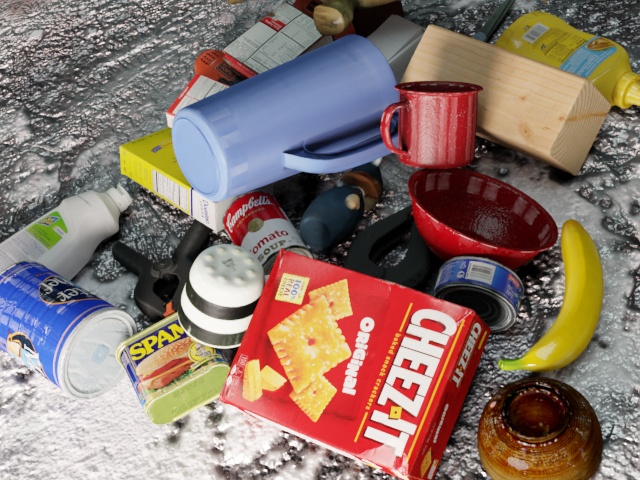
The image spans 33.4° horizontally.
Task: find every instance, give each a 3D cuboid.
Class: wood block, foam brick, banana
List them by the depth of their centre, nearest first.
[{"bbox_3d":[0.240,0.060,1.039,0.069,0.037,0.197,30,56,4],"label":"banana"},{"bbox_3d":[0.202,-0.159,1.191,0.206,0.090,0.090,28,93,34],"label":"wood block"},{"bbox_3d":[0.062,-0.305,1.403,0.078,0.051,0.053,-36,51,-14],"label":"foam brick"}]

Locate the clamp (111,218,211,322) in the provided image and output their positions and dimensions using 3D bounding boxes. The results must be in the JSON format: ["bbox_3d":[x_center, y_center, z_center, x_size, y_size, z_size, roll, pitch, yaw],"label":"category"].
[{"bbox_3d":[-0.162,0.032,1.186,0.120,0.039,0.171,-29,41,-3],"label":"clamp"}]

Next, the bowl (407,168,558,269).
[{"bbox_3d":[0.158,-0.013,1.095,0.162,0.055,0.162,14,29,-8],"label":"bowl"}]

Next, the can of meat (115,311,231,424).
[{"bbox_3d":[-0.147,0.130,1.093,0.102,0.057,0.084,-28,51,-8],"label":"can of meat"}]

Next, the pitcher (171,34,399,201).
[{"bbox_3d":[-0.032,-0.128,1.183,0.242,0.145,0.149,-26,4,-29],"label":"pitcher"}]

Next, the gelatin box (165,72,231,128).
[{"bbox_3d":[-0.129,-0.153,1.279,0.089,0.030,0.073,24,60,13],"label":"gelatin box"}]

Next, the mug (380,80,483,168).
[{"bbox_3d":[0.114,-0.121,1.124,0.117,0.081,0.093,-11,19,-33],"label":"mug"}]

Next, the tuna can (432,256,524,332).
[{"bbox_3d":[0.154,0.054,1.046,0.086,0.086,0.033,6,54,21],"label":"tuna can"}]

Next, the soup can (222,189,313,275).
[{"bbox_3d":[-0.058,0.001,1.167,0.068,0.068,0.102,-28,49,-8],"label":"soup can"}]

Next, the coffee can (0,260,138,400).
[{"bbox_3d":[-0.278,0.093,1.131,0.140,0.103,0.102,24,61,32],"label":"coffee can"}]

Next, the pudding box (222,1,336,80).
[{"bbox_3d":[-0.050,-0.235,1.314,0.113,0.039,0.090,-43,58,-16],"label":"pudding box"}]

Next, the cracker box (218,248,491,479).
[{"bbox_3d":[0.029,0.116,1.010,0.214,0.072,0.164,17,77,29],"label":"cracker box"}]

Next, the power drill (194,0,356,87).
[{"bbox_3d":[-0.045,-0.228,1.366,0.187,0.057,0.185,-37,54,-17],"label":"power drill"}]

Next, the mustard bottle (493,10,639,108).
[{"bbox_3d":[0.298,-0.200,1.237,0.096,0.058,0.192,-40,51,-21],"label":"mustard bottle"}]

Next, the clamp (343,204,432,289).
[{"bbox_3d":[0.060,0.050,1.110,0.165,0.036,0.209,31,69,33],"label":"clamp"}]

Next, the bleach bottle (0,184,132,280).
[{"bbox_3d":[-0.319,0.023,1.233,0.250,0.068,0.103,-40,51,-20],"label":"bleach bottle"}]

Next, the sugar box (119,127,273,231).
[{"bbox_3d":[-0.147,-0.078,1.259,0.176,0.048,0.093,27,41,35],"label":"sugar box"}]

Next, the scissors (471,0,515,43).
[{"bbox_3d":[0.205,-0.235,1.324,0.201,0.016,0.096,-39,52,-16],"label":"scissors"}]
